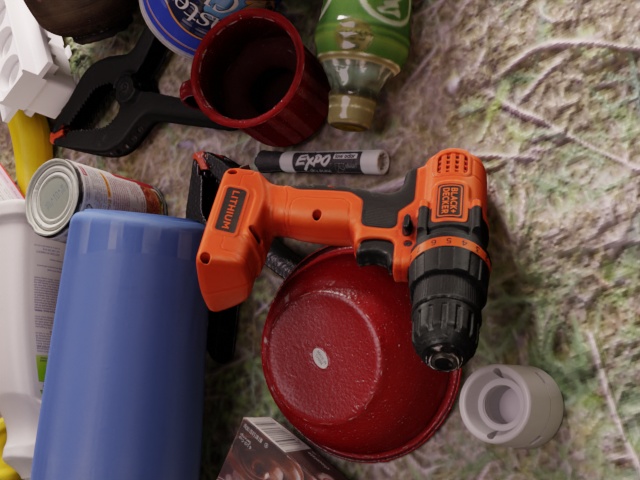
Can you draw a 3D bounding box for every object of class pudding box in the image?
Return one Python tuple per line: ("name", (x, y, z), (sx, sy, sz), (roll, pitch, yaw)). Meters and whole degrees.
("pudding box", (-0.026, 0.195, 0.776), (0.114, 0.039, 0.090), (35, 108, 36))

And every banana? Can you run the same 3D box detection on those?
("banana", (-0.298, -0.117, 1.043), (0.070, 0.037, 0.198), (-51, 57, 22))

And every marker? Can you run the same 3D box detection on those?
("marker", (-0.002, -0.061, 0.831), (0.121, 0.020, 0.020), (3, 82, 36))

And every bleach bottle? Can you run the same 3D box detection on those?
("bleach bottle", (-0.245, 0.097, 0.917), (0.068, 0.102, 0.251), (-14, 72, 35))

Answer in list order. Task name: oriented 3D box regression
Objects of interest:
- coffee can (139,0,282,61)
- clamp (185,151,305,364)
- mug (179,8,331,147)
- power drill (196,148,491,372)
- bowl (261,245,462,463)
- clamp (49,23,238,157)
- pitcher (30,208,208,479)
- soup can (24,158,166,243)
("coffee can", (-0.070, -0.217, 0.830), (0.141, 0.102, 0.103), (-39, 57, 53))
("clamp", (-0.056, 0.001, 0.845), (0.120, 0.039, 0.171), (-21, 76, 23))
("mug", (-0.052, -0.118, 0.828), (0.117, 0.081, 0.093), (-11, 75, 19))
("power drill", (0.018, 0.010, 0.703), (0.188, 0.057, 0.184), (1, 42, 10))
("bowl", (0.015, 0.080, 0.749), (0.162, 0.055, 0.162), (0, 90, 30))
("clamp", (-0.161, -0.143, 0.948), (0.210, 0.036, 0.164), (-20, 72, 29))
("pitcher", (-0.152, 0.101, 0.825), (0.149, 0.144, 0.243), (5, 88, 29))
("soup can", (-0.190, -0.026, 0.905), (0.069, 0.102, 0.068), (-8, 76, 34))
